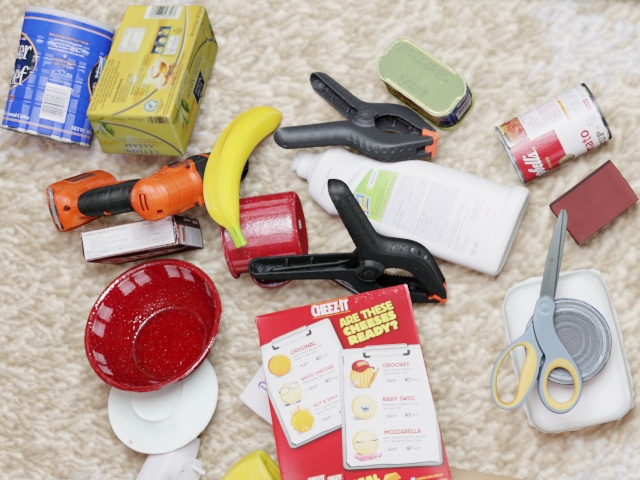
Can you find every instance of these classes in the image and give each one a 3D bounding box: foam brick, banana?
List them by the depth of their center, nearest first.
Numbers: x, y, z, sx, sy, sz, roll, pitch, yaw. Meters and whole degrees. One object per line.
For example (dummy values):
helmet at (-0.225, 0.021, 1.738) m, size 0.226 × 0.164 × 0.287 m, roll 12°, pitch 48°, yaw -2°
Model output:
foam brick at (0.283, -0.039, 1.106) m, size 0.078 × 0.053 × 0.051 m, roll -38°, pitch 81°, yaw 10°
banana at (-0.087, -0.085, 1.135) m, size 0.037 × 0.069 × 0.197 m, roll -10°, pitch 47°, yaw 29°

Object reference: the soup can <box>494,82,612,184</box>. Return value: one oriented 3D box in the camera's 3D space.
soup can at (0.241, -0.112, 1.110) m, size 0.102 × 0.068 × 0.068 m, roll -27°, pitch 83°, yaw 10°

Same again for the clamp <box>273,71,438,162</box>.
clamp at (0.045, -0.131, 1.149) m, size 0.171 × 0.039 × 0.120 m, roll 11°, pitch 54°, yaw 6°

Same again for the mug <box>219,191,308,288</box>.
mug at (-0.058, 0.001, 1.170) m, size 0.081 × 0.093 × 0.117 m, roll -8°, pitch 117°, yaw 7°

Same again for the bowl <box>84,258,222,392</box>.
bowl at (-0.178, 0.103, 1.186) m, size 0.162 × 0.055 × 0.162 m, roll -8°, pitch 59°, yaw 13°

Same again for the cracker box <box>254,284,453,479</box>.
cracker box at (0.033, 0.167, 1.080) m, size 0.164 × 0.072 × 0.214 m, roll -12°, pitch 62°, yaw 1°

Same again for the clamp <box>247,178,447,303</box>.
clamp at (0.040, 0.024, 1.115) m, size 0.165 × 0.209 × 0.036 m, roll -37°, pitch 38°, yaw 37°

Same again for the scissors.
scissors at (0.232, 0.080, 1.033) m, size 0.096 × 0.016 × 0.202 m, roll 27°, pitch 94°, yaw 11°

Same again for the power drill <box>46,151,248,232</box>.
power drill at (-0.191, -0.059, 1.174) m, size 0.188 × 0.184 × 0.057 m, roll -8°, pitch 101°, yaw 31°

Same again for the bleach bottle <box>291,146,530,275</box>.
bleach bottle at (0.089, -0.051, 1.146) m, size 0.251 × 0.068 × 0.102 m, roll 22°, pitch 95°, yaw 15°

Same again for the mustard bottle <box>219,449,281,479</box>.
mustard bottle at (-0.119, 0.318, 1.181) m, size 0.192 × 0.058 × 0.096 m, roll -33°, pitch 95°, yaw 10°

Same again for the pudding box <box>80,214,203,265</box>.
pudding box at (-0.199, 0.000, 1.194) m, size 0.113 × 0.090 × 0.039 m, roll -13°, pitch 85°, yaw 12°

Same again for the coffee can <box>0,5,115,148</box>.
coffee can at (-0.299, -0.185, 1.216) m, size 0.103 × 0.102 × 0.140 m, roll 13°, pitch 91°, yaw 13°

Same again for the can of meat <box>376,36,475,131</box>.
can of meat at (0.111, -0.166, 1.132) m, size 0.102 × 0.084 × 0.057 m, roll 37°, pitch 95°, yaw 11°

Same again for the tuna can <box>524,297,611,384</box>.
tuna can at (0.244, 0.100, 1.056) m, size 0.086 × 0.033 × 0.086 m, roll 0°, pitch 88°, yaw 13°
